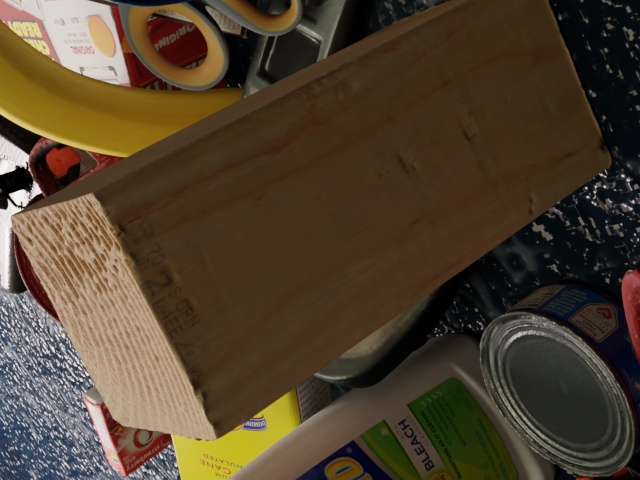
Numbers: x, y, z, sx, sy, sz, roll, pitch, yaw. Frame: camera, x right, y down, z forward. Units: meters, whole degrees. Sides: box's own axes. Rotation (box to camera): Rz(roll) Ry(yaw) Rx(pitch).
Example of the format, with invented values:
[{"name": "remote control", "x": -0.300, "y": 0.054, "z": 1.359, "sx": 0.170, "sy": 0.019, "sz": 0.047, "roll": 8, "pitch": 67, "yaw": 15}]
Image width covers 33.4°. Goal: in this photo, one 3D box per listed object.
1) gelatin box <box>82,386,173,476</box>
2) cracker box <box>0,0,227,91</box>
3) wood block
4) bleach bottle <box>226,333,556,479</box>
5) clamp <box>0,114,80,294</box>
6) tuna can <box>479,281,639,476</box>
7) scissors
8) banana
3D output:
[{"name": "gelatin box", "x": -0.138, "y": 0.133, "z": 0.859, "sx": 0.030, "sy": 0.089, "sz": 0.073, "roll": 20, "pitch": 132, "yaw": 45}, {"name": "cracker box", "x": -0.142, "y": -0.182, "z": 0.606, "sx": 0.164, "sy": 0.072, "sz": 0.214, "roll": 25, "pitch": 136, "yaw": 43}, {"name": "wood block", "x": 0.003, "y": -0.018, "z": 0.410, "sx": 0.091, "sy": 0.205, "sz": 0.090, "roll": -9, "pitch": 110, "yaw": 57}, {"name": "bleach bottle", "x": -0.001, "y": 0.146, "z": 0.516, "sx": 0.102, "sy": 0.250, "sz": 0.068, "roll": 59, "pitch": 149, "yaw": -2}, {"name": "clamp", "x": -0.217, "y": -0.032, "z": 0.756, "sx": 0.210, "sy": 0.036, "sz": 0.164, "roll": 2, "pitch": 118, "yaw": 54}, {"name": "tuna can", "x": 0.116, "y": 0.062, "z": 0.487, "sx": 0.086, "sy": 0.033, "sz": 0.086, "roll": 36, "pitch": 142, "yaw": 33}, {"name": "scissors", "x": -0.104, "y": -0.135, "z": 0.481, "sx": 0.201, "sy": 0.016, "sz": 0.096, "roll": 25, "pitch": 128, "yaw": -10}, {"name": "banana", "x": -0.110, "y": -0.077, "z": 0.548, "sx": 0.070, "sy": 0.197, "sz": 0.037, "roll": -59, "pitch": 30, "yaw": 17}]
